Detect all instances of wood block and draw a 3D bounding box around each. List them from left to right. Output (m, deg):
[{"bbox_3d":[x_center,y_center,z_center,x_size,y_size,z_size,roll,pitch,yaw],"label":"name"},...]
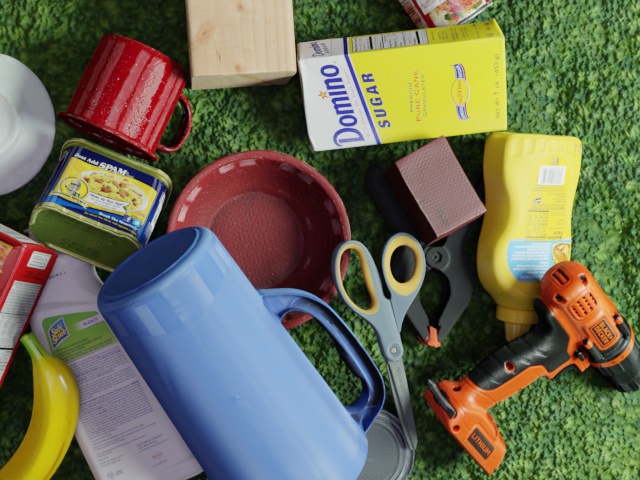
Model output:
[{"bbox_3d":[-0.075,-0.241,0.923,0.090,0.091,0.206,-4,92,-7],"label":"wood block"}]

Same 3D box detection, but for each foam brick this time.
[{"bbox_3d":[0.100,-0.043,0.941,0.053,0.051,0.078,-28,86,-10],"label":"foam brick"}]

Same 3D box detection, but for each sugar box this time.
[{"bbox_3d":[0.072,-0.134,0.935,0.176,0.048,0.093,-8,123,2],"label":"sugar box"}]

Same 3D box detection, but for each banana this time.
[{"bbox_3d":[-0.249,0.172,0.910,0.070,0.037,0.198,32,111,18],"label":"banana"}]

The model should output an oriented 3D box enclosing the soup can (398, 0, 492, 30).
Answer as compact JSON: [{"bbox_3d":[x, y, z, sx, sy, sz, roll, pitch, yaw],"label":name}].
[{"bbox_3d":[0.098,-0.235,0.957,0.068,0.068,0.102,-35,95,-5],"label":"soup can"}]

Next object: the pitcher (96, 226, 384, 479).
[{"bbox_3d":[-0.065,0.106,0.874,0.145,0.149,0.242,-17,116,35],"label":"pitcher"}]

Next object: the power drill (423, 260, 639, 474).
[{"bbox_3d":[0.199,0.125,0.966,0.187,0.057,0.184,-40,127,2],"label":"power drill"}]

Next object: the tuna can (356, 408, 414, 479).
[{"bbox_3d":[0.041,0.194,0.979,0.086,0.034,0.086,0,92,-7],"label":"tuna can"}]

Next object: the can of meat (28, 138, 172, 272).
[{"bbox_3d":[-0.188,-0.028,0.911,0.102,0.058,0.084,22,46,-8],"label":"can of meat"}]

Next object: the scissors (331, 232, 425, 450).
[{"bbox_3d":[0.075,0.080,0.951,0.096,0.016,0.201,-32,106,-16],"label":"scissors"}]

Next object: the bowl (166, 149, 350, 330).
[{"bbox_3d":[-0.056,0.001,0.950,0.162,0.055,0.162,0,92,-7],"label":"bowl"}]

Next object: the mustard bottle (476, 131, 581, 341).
[{"bbox_3d":[0.187,-0.001,0.972,0.096,0.058,0.192,-1,98,-36],"label":"mustard bottle"}]

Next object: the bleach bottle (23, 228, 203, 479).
[{"bbox_3d":[-0.189,0.099,0.933,0.102,0.068,0.251,-23,92,-2],"label":"bleach bottle"}]

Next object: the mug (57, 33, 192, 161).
[{"bbox_3d":[-0.158,-0.119,0.924,0.117,0.093,0.081,29,82,-38],"label":"mug"}]

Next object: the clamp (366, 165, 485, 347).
[{"bbox_3d":[0.092,0.009,0.979,0.120,0.039,0.171,9,84,-1],"label":"clamp"}]
